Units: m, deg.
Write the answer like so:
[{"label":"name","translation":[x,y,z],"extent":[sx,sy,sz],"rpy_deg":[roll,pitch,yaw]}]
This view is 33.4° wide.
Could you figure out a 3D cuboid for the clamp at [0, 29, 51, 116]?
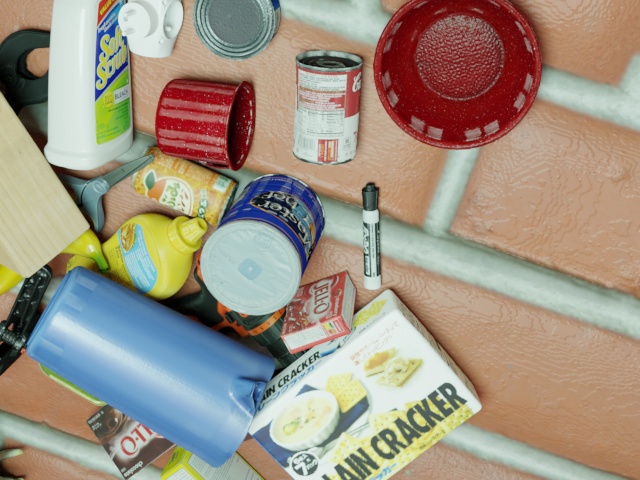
[{"label":"clamp","translation":[-0.329,-0.164,1.147],"extent":[0.171,0.039,0.120],"rpy_deg":[-18,109,14]}]

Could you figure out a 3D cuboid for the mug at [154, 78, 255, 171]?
[{"label":"mug","translation":[-0.118,-0.116,1.113],"extent":[0.081,0.093,0.117],"rpy_deg":[9,149,13]}]

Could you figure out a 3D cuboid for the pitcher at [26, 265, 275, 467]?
[{"label":"pitcher","translation":[-0.184,0.132,1.136],"extent":[0.242,0.145,0.149],"rpy_deg":[31,108,-12]}]

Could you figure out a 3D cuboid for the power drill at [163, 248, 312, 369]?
[{"label":"power drill","translation":[-0.122,0.109,1.225],"extent":[0.188,0.057,0.184],"rpy_deg":[-33,103,20]}]

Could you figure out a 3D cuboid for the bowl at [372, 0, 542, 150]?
[{"label":"bowl","translation":[0.135,-0.173,1.046],"extent":[0.162,0.055,0.162],"rpy_deg":[4,114,10]}]

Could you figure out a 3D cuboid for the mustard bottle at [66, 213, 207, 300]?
[{"label":"mustard bottle","translation":[-0.197,0.024,1.178],"extent":[0.192,0.058,0.096],"rpy_deg":[-30,72,31]}]

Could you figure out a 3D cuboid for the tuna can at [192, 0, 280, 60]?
[{"label":"tuna can","translation":[-0.084,-0.228,1.079],"extent":[0.086,0.033,0.086],"rpy_deg":[4,114,10]}]

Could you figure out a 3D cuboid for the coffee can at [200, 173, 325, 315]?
[{"label":"coffee can","translation":[-0.057,0.001,1.115],"extent":[0.103,0.140,0.103],"rpy_deg":[4,114,10]}]

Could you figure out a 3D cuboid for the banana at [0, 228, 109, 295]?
[{"label":"banana","translation":[-0.313,0.015,1.213],"extent":[0.198,0.069,0.037],"rpy_deg":[-12,156,38]}]

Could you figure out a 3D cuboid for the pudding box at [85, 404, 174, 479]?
[{"label":"pudding box","translation":[-0.216,0.222,1.289],"extent":[0.114,0.039,0.090],"rpy_deg":[-40,81,25]}]

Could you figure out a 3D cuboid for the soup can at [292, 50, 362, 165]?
[{"label":"soup can","translation":[0.006,-0.135,1.083],"extent":[0.068,0.068,0.102],"rpy_deg":[7,115,8]}]

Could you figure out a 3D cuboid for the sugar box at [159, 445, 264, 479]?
[{"label":"sugar box","translation":[-0.107,0.310,1.288],"extent":[0.048,0.093,0.176],"rpy_deg":[-36,102,25]}]

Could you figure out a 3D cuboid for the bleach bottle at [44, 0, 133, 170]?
[{"label":"bleach bottle","translation":[-0.237,-0.205,1.082],"extent":[0.068,0.102,0.251],"rpy_deg":[13,116,20]}]

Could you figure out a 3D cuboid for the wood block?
[{"label":"wood block","translation":[-0.342,-0.073,1.103],"extent":[0.091,0.090,0.206],"rpy_deg":[20,145,49]}]

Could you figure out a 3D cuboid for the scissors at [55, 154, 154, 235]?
[{"label":"scissors","translation":[-0.234,-0.045,1.166],"extent":[0.202,0.016,0.096],"rpy_deg":[-4,126,36]}]

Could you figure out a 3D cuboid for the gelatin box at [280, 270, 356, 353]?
[{"label":"gelatin box","translation":[-0.001,0.077,1.165],"extent":[0.073,0.089,0.030],"rpy_deg":[-20,118,18]}]

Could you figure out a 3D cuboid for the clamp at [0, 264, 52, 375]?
[{"label":"clamp","translation":[-0.348,0.102,1.213],"extent":[0.036,0.210,0.164],"rpy_deg":[34,81,-3]}]

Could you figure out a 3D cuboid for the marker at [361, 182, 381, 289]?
[{"label":"marker","translation":[0.055,-0.005,1.157],"extent":[0.020,0.020,0.121],"rpy_deg":[2,114,11]}]
